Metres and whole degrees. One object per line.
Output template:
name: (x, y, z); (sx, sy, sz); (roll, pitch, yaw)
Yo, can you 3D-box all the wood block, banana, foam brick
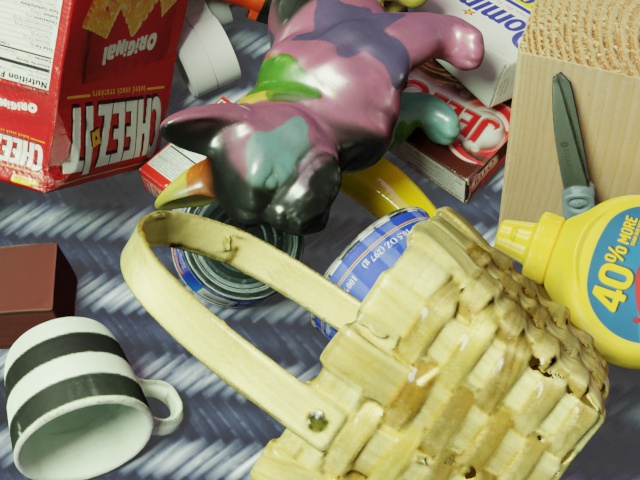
wood block: (0.167, -0.072, 0.650); (0.091, 0.206, 0.090); (15, 63, 14)
banana: (0.008, -0.046, 0.730); (0.197, 0.037, 0.069); (24, 53, -5)
foam brick: (-0.209, 0.038, 0.720); (0.078, 0.051, 0.053); (-4, 59, 4)

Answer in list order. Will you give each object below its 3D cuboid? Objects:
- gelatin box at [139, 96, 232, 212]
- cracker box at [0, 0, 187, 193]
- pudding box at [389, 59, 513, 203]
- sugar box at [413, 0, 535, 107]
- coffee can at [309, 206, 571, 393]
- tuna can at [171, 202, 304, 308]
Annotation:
gelatin box: (-0.073, -0.052, 0.768); (0.073, 0.030, 0.089); (36, 67, 24)
cracker box: (-0.148, -0.149, 0.700); (0.072, 0.164, 0.214); (16, 105, 14)
pudding box: (0.089, -0.093, 0.767); (0.114, 0.039, 0.090); (36, 70, 23)
sugar box: (0.161, -0.165, 0.771); (0.176, 0.048, 0.093); (-25, 58, -29)
coffee can: (0.077, 0.062, 0.644); (0.102, 0.103, 0.140); (-39, 63, -15)
tuna can: (-0.055, 0.001, 0.712); (0.086, 0.034, 0.086); (3, 79, -18)
